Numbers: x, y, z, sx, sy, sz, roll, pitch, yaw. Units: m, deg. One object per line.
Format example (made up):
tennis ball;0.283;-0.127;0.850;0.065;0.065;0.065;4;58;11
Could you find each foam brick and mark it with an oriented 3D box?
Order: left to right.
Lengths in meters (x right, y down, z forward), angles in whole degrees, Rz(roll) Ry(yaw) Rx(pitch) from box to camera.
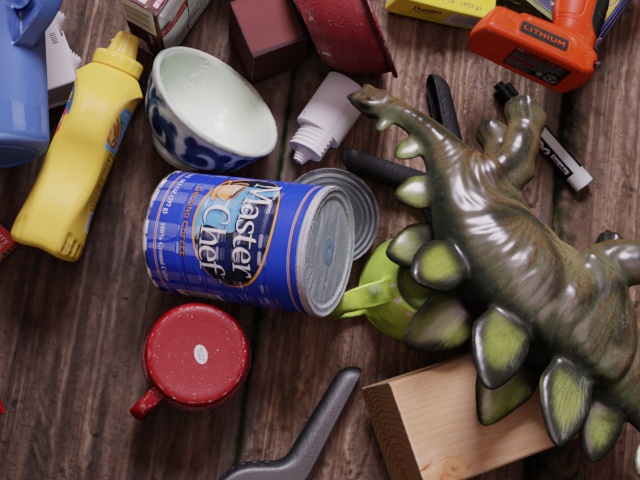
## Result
foam brick;-0.046;-0.176;0.916;0.053;0.078;0.051;-22;83;-9

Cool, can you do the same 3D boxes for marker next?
marker;0.198;-0.096;0.960;0.020;0.020;0.121;-40;88;-10

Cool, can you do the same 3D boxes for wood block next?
wood block;0.152;0.130;0.876;0.205;0.090;0.091;-17;84;-15

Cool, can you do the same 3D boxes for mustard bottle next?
mustard bottle;-0.191;-0.080;0.871;0.058;0.096;0.191;21;85;-5

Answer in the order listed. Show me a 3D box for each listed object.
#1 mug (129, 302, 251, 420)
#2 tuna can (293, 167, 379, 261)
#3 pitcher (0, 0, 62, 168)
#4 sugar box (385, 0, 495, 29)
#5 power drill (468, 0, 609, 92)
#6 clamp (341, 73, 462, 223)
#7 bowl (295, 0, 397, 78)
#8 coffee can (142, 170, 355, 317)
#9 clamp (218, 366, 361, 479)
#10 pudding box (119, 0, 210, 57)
mug;-0.110;0.102;0.870;0.117;0.081;0.093;-41;88;-10
tuna can;0.006;-0.018;0.922;0.086;0.034;0.086;1;82;-6
pitcher;-0.264;-0.182;0.814;0.144;0.149;0.243;-5;84;-16
sugar box;0.117;-0.285;0.958;0.093;0.048;0.176;9;84;-17
power drill;0.192;-0.234;0.900;0.184;0.057;0.187;24;76;-2
clamp;0.101;-0.048;0.934;0.120;0.039;0.171;-33;87;-8
bowl;0.010;-0.200;0.891;0.055;0.162;0.162;-23;85;5
coffee can;-0.056;0.001;0.852;0.140;0.102;0.103;7;81;23
clamp;-0.015;0.225;0.886;0.209;0.036;0.164;-30;86;-13
pudding box;-0.124;-0.209;0.894;0.039;0.113;0.090;31;80;1
